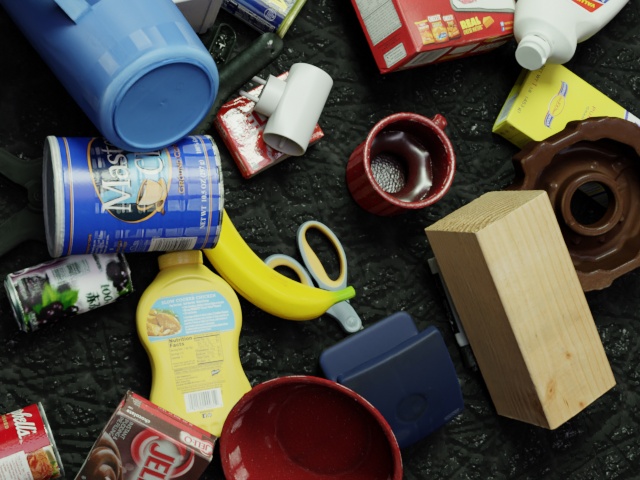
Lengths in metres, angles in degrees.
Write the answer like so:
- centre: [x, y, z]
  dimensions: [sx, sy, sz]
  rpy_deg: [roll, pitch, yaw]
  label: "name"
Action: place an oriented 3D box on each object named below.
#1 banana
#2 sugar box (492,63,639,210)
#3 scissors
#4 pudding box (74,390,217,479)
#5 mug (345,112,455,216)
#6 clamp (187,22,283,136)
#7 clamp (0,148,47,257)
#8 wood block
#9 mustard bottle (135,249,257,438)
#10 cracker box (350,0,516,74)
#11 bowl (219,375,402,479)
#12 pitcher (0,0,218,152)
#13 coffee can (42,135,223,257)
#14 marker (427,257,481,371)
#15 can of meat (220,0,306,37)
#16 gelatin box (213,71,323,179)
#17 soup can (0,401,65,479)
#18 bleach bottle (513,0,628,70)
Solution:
- centre: [-0.064, 0.017, 1.005]
  dimensions: [0.198, 0.037, 0.069]
  rpy_deg: [38, 66, 4]
  label: "banana"
- centre: [0.277, -0.111, 1.129]
  dimensions: [0.176, 0.048, 0.093]
  rpy_deg: [31, 75, -8]
  label: "sugar box"
- centre: [0.009, 0.080, 1.036]
  dimensions: [0.096, 0.016, 0.202]
  rpy_deg: [-20, 87, -16]
  label: "scissors"
- centre: [-0.155, 0.195, 0.925]
  dimensions: [0.090, 0.039, 0.114]
  rpy_deg: [30, 119, -8]
  label: "pudding box"
- centre: [0.081, -0.078, 1.048]
  dimensions: [0.093, 0.082, 0.117]
  rpy_deg: [40, 73, -6]
  label: "mug"
- centre: [-0.105, -0.135, 0.993]
  dimensions: [0.039, 0.120, 0.171]
  rpy_deg: [37, 76, -27]
  label: "clamp"
- centre: [-0.260, -0.027, 0.965]
  dimensions: [0.209, 0.036, 0.164]
  rpy_deg: [5, 79, -16]
  label: "clamp"
- centre: [0.192, 0.063, 1.022]
  dimensions: [0.090, 0.091, 0.206]
  rpy_deg: [-29, 104, -24]
  label: "wood block"
- centre: [-0.118, 0.086, 0.975]
  dimensions: [0.096, 0.058, 0.191]
  rpy_deg: [-8, 83, -12]
  label: "mustard bottle"
- centre: [0.096, -0.285, 1.075]
  dimensions: [0.163, 0.072, 0.214]
  rpy_deg: [-19, 85, -37]
  label: "cracker box"
- centre: [-0.004, 0.181, 0.935]
  dimensions: [0.162, 0.055, 0.162]
  rpy_deg: [5, 110, 13]
  label: "bowl"
- centre: [-0.192, -0.192, 0.902]
  dimensions: [0.149, 0.145, 0.243]
  rpy_deg: [-14, 51, -34]
  label: "pitcher"
- centre: [-0.164, -0.040, 0.924]
  dimensions: [0.140, 0.103, 0.103]
  rpy_deg: [-3, 81, -19]
  label: "coffee can"
- centre: [0.136, 0.073, 1.071]
  dimensions: [0.020, 0.020, 0.121]
  rpy_deg: [-18, 86, -18]
  label: "marker"
- centre: [-0.051, -0.258, 1.055]
  dimensions: [0.084, 0.057, 0.102]
  rpy_deg: [32, 73, -6]
  label: "can of meat"
- centre: [-0.053, -0.112, 1.043]
  dimensions: [0.089, 0.030, 0.073]
  rpy_deg: [-29, 89, -19]
  label: "gelatin box"
- centre: [-0.277, 0.187, 0.908]
  dimensions: [0.102, 0.069, 0.068]
  rpy_deg: [-18, 86, -18]
  label: "soup can"
- centre: [0.270, -0.252, 1.103]
  dimensions: [0.102, 0.068, 0.250]
  rpy_deg: [42, 55, -6]
  label: "bleach bottle"
